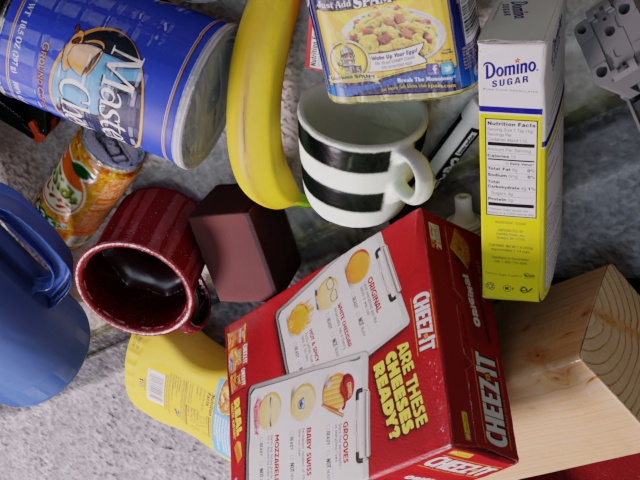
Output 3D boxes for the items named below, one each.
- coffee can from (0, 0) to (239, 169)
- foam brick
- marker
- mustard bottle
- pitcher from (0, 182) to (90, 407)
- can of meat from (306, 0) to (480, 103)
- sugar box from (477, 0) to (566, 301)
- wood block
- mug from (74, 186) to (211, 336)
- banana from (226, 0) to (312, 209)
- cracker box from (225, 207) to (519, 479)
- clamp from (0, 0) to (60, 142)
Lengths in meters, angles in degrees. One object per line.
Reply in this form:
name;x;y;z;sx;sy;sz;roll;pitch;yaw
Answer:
coffee can;-0.134;-0.121;0.725;0.140;0.102;0.103;22;128;8
foam brick;-0.055;0.001;0.805;0.051;0.053;0.078;-5;119;25
marker;0.080;-0.051;0.733;0.020;0.020;0.121;34;128;-2
mustard bottle;-0.071;0.134;0.868;0.192;0.058;0.096;25;124;25
pitcher;-0.273;0.036;0.829;0.149;0.145;0.242;28;164;34
can of meat;0.044;-0.131;0.632;0.102;0.057;0.084;0;125;22
sugar box;0.125;-0.059;0.662;0.048;0.093;0.176;3;122;19
wood block;0.134;0.104;0.747;0.090;0.090;0.207;46;136;-16
mug;-0.123;0.021;0.824;0.093;0.081;0.117;-25;118;30
banana;-0.036;-0.096;0.724;0.037;0.069;0.198;19;129;26
cracker box;0.025;0.101;0.729;0.072;0.164;0.214;20;142;-37
clamp;-0.242;-0.154;0.790;0.120;0.039;0.171;-22;118;37
